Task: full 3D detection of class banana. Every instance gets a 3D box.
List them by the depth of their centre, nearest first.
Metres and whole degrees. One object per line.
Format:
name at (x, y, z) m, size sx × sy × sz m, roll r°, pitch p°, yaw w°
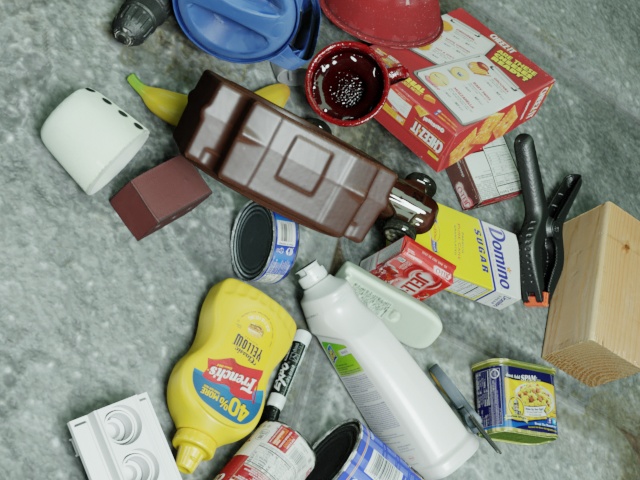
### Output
banana at (-0.109, -0.147, 1.156) m, size 0.197 × 0.037 × 0.069 m, roll 0°, pitch 71°, yaw -35°

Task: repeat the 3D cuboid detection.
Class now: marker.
marker at (-0.037, 0.145, 1.090) m, size 0.020 × 0.020 × 0.121 m, roll 35°, pitch 54°, yaw -18°

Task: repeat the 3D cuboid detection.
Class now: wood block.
wood block at (0.355, 0.068, 1.354) m, size 0.090 × 0.090 × 0.206 m, roll 30°, pitch 56°, yaw -20°

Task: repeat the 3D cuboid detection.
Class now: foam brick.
foam brick at (-0.159, -0.044, 1.065) m, size 0.078 × 0.053 × 0.051 m, roll -33°, pitch 91°, yaw -39°

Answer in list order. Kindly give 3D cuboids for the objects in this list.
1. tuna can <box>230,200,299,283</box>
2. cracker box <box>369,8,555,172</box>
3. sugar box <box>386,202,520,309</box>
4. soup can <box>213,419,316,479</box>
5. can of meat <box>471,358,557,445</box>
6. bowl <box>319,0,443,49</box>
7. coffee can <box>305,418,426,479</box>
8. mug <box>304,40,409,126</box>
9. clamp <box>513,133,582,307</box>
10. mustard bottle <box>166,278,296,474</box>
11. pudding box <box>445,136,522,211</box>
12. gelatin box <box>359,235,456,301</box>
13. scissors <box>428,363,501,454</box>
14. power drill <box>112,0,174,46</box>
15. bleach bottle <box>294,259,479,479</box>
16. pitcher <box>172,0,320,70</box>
tuna can at (-0.057, 0.001, 1.096) m, size 0.033 × 0.086 × 0.086 m, roll 8°, pitch 66°, yaw -34°
cracker box at (0.159, -0.189, 1.310) m, size 0.164 × 0.072 × 0.213 m, roll 43°, pitch 47°, yaw 19°
sugar box at (0.159, 0.013, 1.268) m, size 0.176 × 0.048 × 0.093 m, roll 18°, pitch 58°, yaw -26°
soup can at (-0.058, 0.227, 1.005) m, size 0.068 × 0.069 × 0.102 m, roll 49°, pitch 52°, yaw -7°
can of meat at (0.226, 0.188, 1.232) m, size 0.101 × 0.058 × 0.084 m, roll 13°, pitch 65°, yaw -30°
bowl at (0.081, -0.302, 1.302) m, size 0.162 × 0.055 × 0.162 m, roll 10°, pitch 43°, yaw -10°
coffee can at (0.054, 0.258, 1.050) m, size 0.140 × 0.103 × 0.102 m, roll 42°, pitch 52°, yaw -13°
mug at (0.042, -0.175, 1.200) m, size 0.117 × 0.081 × 0.093 m, roll -17°, pitch 90°, yaw 3°
clamp at (0.289, -0.017, 1.361) m, size 0.164 × 0.036 × 0.210 m, roll 15°, pitch 76°, yaw -50°
mustard bottle at (-0.095, 0.136, 1.028) m, size 0.096 × 0.058 × 0.191 m, roll 38°, pitch 53°, yaw -22°
pudding box at (0.201, -0.100, 1.353) m, size 0.089 × 0.039 × 0.113 m, roll -14°, pitch 80°, yaw -39°
gelatin box at (0.095, 0.037, 1.184) m, size 0.073 × 0.089 × 0.030 m, roll 32°, pitch 55°, yaw -20°
scissors at (0.166, 0.197, 1.131) m, size 0.016 × 0.202 × 0.096 m, roll -36°, pitch 119°, yaw 0°
power drill at (-0.222, -0.314, 1.139) m, size 0.187 × 0.057 × 0.184 m, roll 41°, pitch 48°, yaw -17°
bleach bottle at (0.057, 0.129, 1.108) m, size 0.068 × 0.103 × 0.251 m, roll -34°, pitch 92°, yaw -31°
pitcher at (-0.062, -0.306, 1.176) m, size 0.145 × 0.149 × 0.242 m, roll 10°, pitch 44°, yaw 4°
